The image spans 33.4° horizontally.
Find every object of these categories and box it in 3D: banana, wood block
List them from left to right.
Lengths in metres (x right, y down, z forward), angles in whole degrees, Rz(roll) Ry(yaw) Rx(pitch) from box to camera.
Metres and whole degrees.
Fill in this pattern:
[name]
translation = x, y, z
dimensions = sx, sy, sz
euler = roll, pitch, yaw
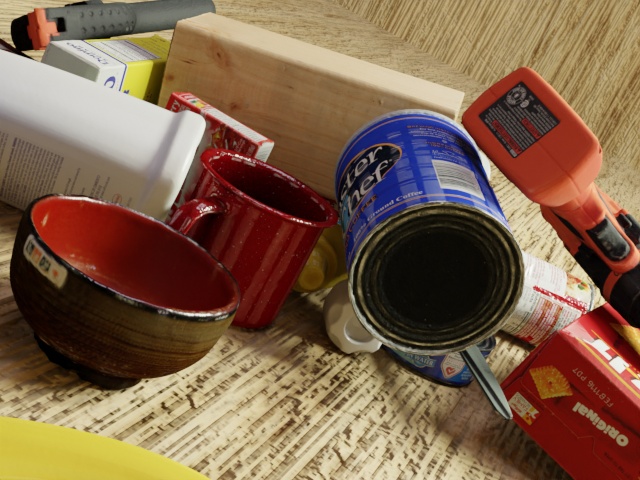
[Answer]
[banana]
translation = -0.093, 0.097, 0.392
dimensions = 0.197, 0.037, 0.069
euler = 22, 17, -17
[wood block]
translation = -0.008, -0.092, 0.786
dimensions = 0.206, 0.090, 0.090
euler = 18, 20, 5

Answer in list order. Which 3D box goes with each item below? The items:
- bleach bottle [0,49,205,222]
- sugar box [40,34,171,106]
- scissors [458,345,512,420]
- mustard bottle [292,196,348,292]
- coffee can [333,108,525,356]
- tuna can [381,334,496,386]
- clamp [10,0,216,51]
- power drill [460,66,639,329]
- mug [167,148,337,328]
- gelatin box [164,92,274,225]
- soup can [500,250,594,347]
[bleach bottle]
translation = -0.201, -0.077, 0.624
dimensions = 0.250, 0.103, 0.068
euler = 24, 48, -10
[sugar box]
translation = -0.153, -0.096, 0.766
dimensions = 0.048, 0.093, 0.176
euler = 28, 18, 4
[scissors]
translation = 0.073, 0.051, 0.692
dimensions = 0.096, 0.016, 0.201
euler = 25, 17, -3
[mustard bottle]
translation = -0.015, -0.010, 0.785
dimensions = 0.096, 0.058, 0.191
euler = 22, 18, -14
[coffee can]
translation = 0.063, -0.009, 0.668
dimensions = 0.102, 0.103, 0.140
euler = 23, 25, -15
[tuna can]
translation = 0.078, 0.065, 0.749
dimensions = 0.086, 0.034, 0.086
euler = 25, 17, -9
[clamp]
translation = -0.172, -0.170, 0.836
dimensions = 0.164, 0.036, 0.210
euler = -9, 12, 3
[power drill]
translation = 0.175, -0.013, 0.689
dimensions = 0.187, 0.057, 0.184
euler = 44, 9, -44
[mug]
translation = -0.054, 0.001, 0.652
dimensions = 0.093, 0.081, 0.117
euler = 36, 19, 25
[gelatin box]
translation = -0.084, -0.045, 0.728
dimensions = 0.073, 0.089, 0.030
euler = 32, 19, 13
[soup can]
translation = 0.164, 0.045, 0.881
dimensions = 0.102, 0.068, 0.068
euler = 25, 17, -6
